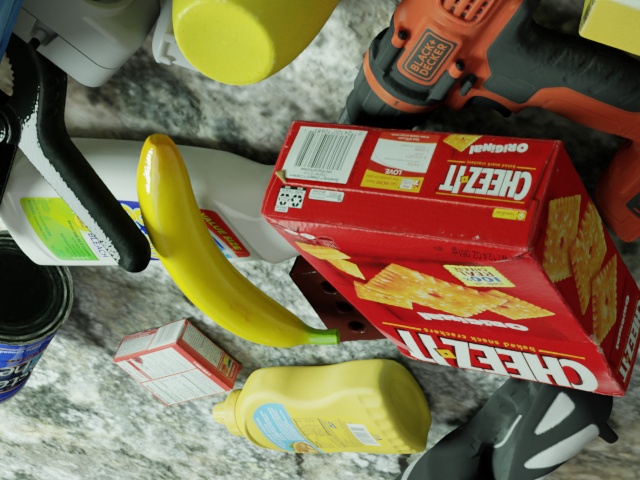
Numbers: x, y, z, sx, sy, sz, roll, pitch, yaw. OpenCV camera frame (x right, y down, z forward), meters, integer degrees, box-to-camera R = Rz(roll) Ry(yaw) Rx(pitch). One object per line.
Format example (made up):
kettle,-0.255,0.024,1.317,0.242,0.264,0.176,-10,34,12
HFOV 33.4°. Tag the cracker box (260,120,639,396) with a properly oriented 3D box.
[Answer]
cracker box,0.086,0.016,0.632,0.164,0.072,0.213,8,157,33

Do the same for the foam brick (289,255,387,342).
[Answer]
foam brick,0.023,0.028,0.753,0.053,0.051,0.078,-8,133,32

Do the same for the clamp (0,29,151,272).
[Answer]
clamp,-0.202,-0.071,0.684,0.165,0.036,0.210,-8,106,31

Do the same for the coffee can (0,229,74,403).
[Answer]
coffee can,-0.276,0.069,0.897,0.102,0.102,0.141,30,141,-11

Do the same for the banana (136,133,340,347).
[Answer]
banana,-0.067,0.012,0.700,0.070,0.037,0.197,-31,122,17

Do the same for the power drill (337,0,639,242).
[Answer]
power drill,0.114,-0.070,0.591,0.187,0.057,0.185,25,148,-7

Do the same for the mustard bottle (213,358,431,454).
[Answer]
mustard bottle,-0.010,0.143,0.898,0.192,0.058,0.096,-8,138,31

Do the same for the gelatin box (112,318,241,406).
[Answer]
gelatin box,-0.126,0.107,0.932,0.089,0.030,0.073,-18,129,39

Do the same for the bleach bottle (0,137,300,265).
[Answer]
bleach bottle,-0.098,-0.028,0.736,0.251,0.068,0.102,0,137,21
